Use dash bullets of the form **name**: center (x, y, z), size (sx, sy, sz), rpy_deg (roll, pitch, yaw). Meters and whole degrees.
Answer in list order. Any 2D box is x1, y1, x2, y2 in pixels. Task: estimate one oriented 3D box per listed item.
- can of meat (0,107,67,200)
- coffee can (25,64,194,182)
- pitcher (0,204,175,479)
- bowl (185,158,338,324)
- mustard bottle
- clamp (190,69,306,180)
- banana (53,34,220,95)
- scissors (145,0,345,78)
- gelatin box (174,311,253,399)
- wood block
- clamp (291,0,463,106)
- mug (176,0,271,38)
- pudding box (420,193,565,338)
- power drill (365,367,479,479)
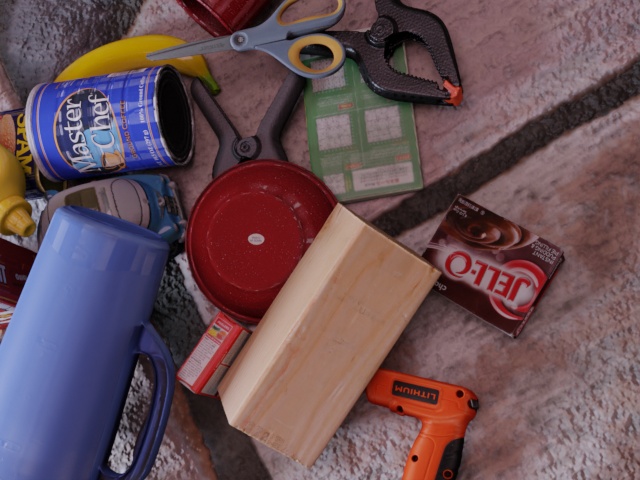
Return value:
- **can of meat**: center (-0.318, -0.090, 1.127), size (0.084, 0.057, 0.102), rpy_deg (-7, 74, 16)
- **coffee can**: center (-0.210, -0.118, 1.079), size (0.140, 0.102, 0.103), rpy_deg (-6, 74, 14)
- **pitcher**: center (-0.213, 0.101, 0.958), size (0.145, 0.149, 0.243), rpy_deg (24, 95, 57)
- **bowl**: center (-0.057, 0.001, 1.008), size (0.162, 0.055, 0.162), rpy_deg (0, 89, 9)
- **mustard bottle**: center (-0.352, -0.061, 1.069), size (0.192, 0.058, 0.096), rpy_deg (36, 86, 24)
- **clamp**: center (-0.080, -0.095, 1.069), size (0.120, 0.039, 0.171), rpy_deg (3, 79, 20)
- **banana**: center (-0.203, -0.181, 1.129), size (0.198, 0.037, 0.069), rpy_deg (-4, 75, 14)
- **scissors**: center (-0.063, -0.180, 1.040), size (0.202, 0.016, 0.096), rpy_deg (-24, 83, 5)
- **gelatin box**: center (-0.093, 0.109, 0.996), size (0.030, 0.089, 0.073), rpy_deg (34, 86, 16)
- **wood block**: center (0.005, 0.082, 0.947), size (0.090, 0.091, 0.206), rpy_deg (32, 94, -17)
- **clamp**: center (0.052, -0.196, 1.048), size (0.164, 0.036, 0.210), rpy_deg (-42, 71, 5)
- **mug**: center (-0.094, -0.260, 1.080), size (0.093, 0.117, 0.081), rpy_deg (39, 83, 8)
- **pudding box**: center (0.153, 0.024, 0.977), size (0.114, 0.039, 0.090), rpy_deg (30, 87, 21)
- **power drill**: center (0.058, 0.211, 0.948), size (0.184, 0.057, 0.187), rpy_deg (10, 82, 14)
